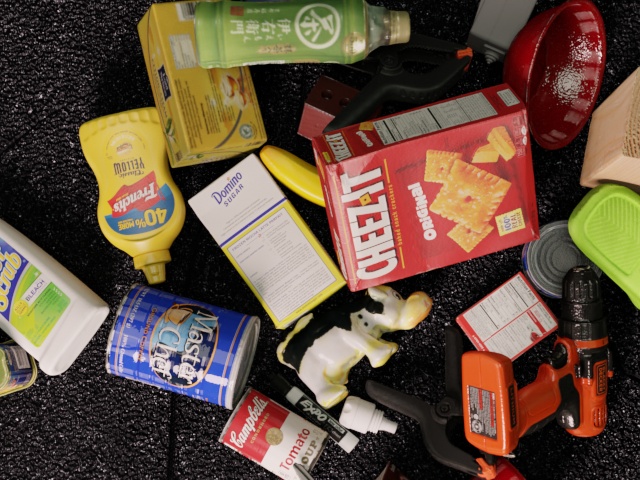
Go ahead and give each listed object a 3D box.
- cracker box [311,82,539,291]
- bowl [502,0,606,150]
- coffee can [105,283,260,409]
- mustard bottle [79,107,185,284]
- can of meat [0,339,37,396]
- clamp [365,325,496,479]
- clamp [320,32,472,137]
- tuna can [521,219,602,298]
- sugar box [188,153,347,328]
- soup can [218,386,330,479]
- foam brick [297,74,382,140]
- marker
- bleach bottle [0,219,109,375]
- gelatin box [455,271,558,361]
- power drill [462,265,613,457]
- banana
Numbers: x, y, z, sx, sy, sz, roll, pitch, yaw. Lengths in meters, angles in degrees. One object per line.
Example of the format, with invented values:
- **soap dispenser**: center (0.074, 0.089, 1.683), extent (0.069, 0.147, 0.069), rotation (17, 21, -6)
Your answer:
- **cracker box**: center (0.113, -0.052, 1.108), extent (0.213, 0.072, 0.164), rotation (-16, 124, -4)
- **bowl**: center (0.242, -0.181, 1.138), extent (0.055, 0.161, 0.162), rotation (20, 87, 38)
- **coffee can**: center (-0.146, 0.113, 1.148), extent (0.140, 0.103, 0.103), rotation (15, 87, 5)
- **mustard bottle**: center (-0.202, -0.046, 1.186), extent (0.096, 0.058, 0.191), rotation (-13, 85, -2)
- **can of meat**: center (-0.374, 0.147, 1.170), extent (0.102, 0.084, 0.057), rotation (-18, 84, 2)
- **clamp**: center (0.124, 0.183, 1.131), extent (0.120, 0.039, 0.171), rotation (-31, 54, 10)
- **clamp**: center (0.063, -0.191, 1.165), extent (0.209, 0.036, 0.165), rotation (-17, 61, -20)
- **tuna can**: center (0.264, 0.020, 1.161), extent (0.086, 0.033, 0.086), rotation (0, 86, 4)
- **sugar box**: center (-0.058, 0.001, 1.180), extent (0.093, 0.048, 0.176), rotation (-35, 81, 3)
- **soup can**: center (-0.049, 0.213, 1.151), extent (0.102, 0.068, 0.068), rotation (30, 88, 5)
- **foam brick**: center (0.022, -0.134, 1.171), extent (0.078, 0.051, 0.053), rotation (25, 52, 5)
- **marker**: center (-0.009, 0.187, 1.174), extent (0.121, 0.020, 0.020), rotation (40, 89, 6)
- **bleach bottle**: center (-0.362, 0.036, 1.190), extent (0.251, 0.068, 0.102), rotation (36, 88, 8)
- **gelatin box**: center (0.204, 0.088, 1.162), extent (0.089, 0.030, 0.073), rotation (-36, 83, 0)
- **power drill**: center (0.226, 0.128, 1.085), extent (0.187, 0.057, 0.184), rotation (-12, 102, -37)
- **banana**: center (0.030, -0.063, 1.175), extent (0.198, 0.037, 0.070), rotation (6, 108, 4)
